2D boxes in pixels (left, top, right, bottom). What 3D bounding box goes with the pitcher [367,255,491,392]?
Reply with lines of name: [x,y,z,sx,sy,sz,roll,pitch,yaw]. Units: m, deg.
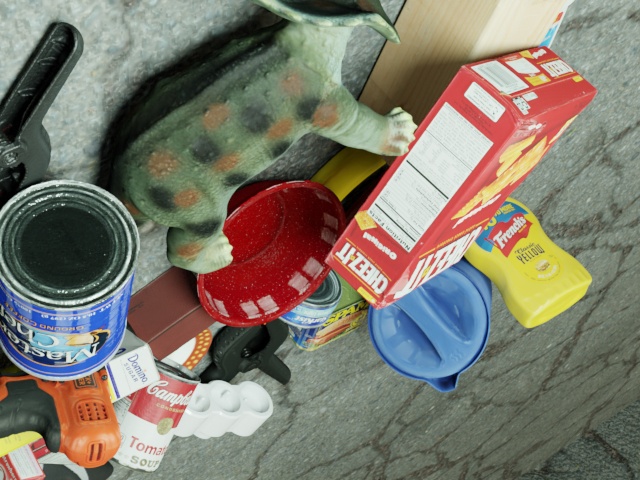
pitcher: [0.139,0.065,1.261,0.149,0.145,0.242,-61,172,12]

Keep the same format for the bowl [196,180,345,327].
bowl: [-0.057,0.001,0.999,0.161,0.055,0.162,-23,135,-25]

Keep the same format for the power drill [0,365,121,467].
power drill: [-0.265,0.114,0.857,0.187,0.185,0.057,-2,121,-24]

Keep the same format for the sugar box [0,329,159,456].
sugar box: [-0.244,0.133,0.961,0.176,0.093,0.048,-28,114,-25]

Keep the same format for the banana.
banana: [0.017,-0.050,1.054,0.069,0.037,0.198,7,129,-53]

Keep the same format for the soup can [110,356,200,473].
soup can: [-0.171,0.169,1.054,0.102,0.069,0.068,-64,152,1]

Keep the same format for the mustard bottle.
mustard bottle: [0.213,0.004,1.221,0.096,0.192,0.058,-28,153,-19]

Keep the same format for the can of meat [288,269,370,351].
can of meat: [0.013,0.075,1.241,0.101,0.057,0.084,-23,153,-30]

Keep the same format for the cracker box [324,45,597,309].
cracker box: [0.119,-0.054,0.893,0.163,0.072,0.214,-24,154,-54]

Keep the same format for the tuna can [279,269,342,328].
tuna can: [-0.021,0.049,1.117,0.085,0.086,0.034,-11,143,-44]

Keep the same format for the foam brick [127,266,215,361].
foam brick: [-0.144,0.068,1.028,0.078,0.053,0.051,-35,155,-4]

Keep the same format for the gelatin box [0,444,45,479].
gelatin box: [-0.306,0.214,1.019,0.030,0.089,0.073,-4,139,-48]

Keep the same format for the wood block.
wood block: [0.117,-0.161,0.934,0.090,0.091,0.206,-17,148,-37]

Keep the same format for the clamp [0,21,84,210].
clamp: [-0.224,-0.067,0.708,0.120,0.039,0.172,-16,148,-35]

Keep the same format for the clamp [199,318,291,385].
clamp: [-0.080,0.132,1.236,0.164,0.036,0.210,-14,147,-35]

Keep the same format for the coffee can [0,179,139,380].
coffee can: [-0.192,0.033,0.798,0.102,0.103,0.140,-25,162,-25]
